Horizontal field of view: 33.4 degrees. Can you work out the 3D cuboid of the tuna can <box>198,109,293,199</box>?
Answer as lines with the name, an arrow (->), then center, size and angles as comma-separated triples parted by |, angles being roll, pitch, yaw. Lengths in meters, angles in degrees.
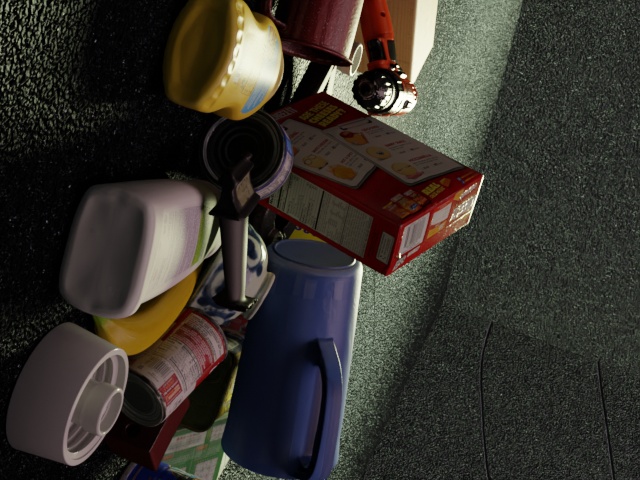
tuna can -> -0.070, -0.081, 0.997 | 0.033, 0.086, 0.086 | 46, 64, -74

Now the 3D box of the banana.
banana -> -0.152, 0.058, 0.970 | 0.197, 0.037, 0.070 | -43, 152, -65

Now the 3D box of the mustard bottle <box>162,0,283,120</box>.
mustard bottle -> -0.074, -0.154, 0.929 | 0.191, 0.058, 0.096 | -6, 114, -76

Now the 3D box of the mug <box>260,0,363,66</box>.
mug -> -0.011, -0.227, 1.052 | 0.117, 0.093, 0.081 | 14, 91, -41

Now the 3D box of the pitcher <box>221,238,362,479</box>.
pitcher -> -0.022, 0.130, 1.155 | 0.144, 0.149, 0.243 | -30, 133, -64

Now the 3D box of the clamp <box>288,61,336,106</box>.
clamp -> -0.023, -0.123, 1.248 | 0.164, 0.036, 0.210 | -28, 140, -74

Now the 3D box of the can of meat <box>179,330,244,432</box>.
can of meat -> -0.124, 0.155, 1.202 | 0.084, 0.057, 0.102 | -20, 128, -76

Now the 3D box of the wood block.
wood block -> 0.094, -0.301, 1.354 | 0.206, 0.091, 0.090 | 89, 25, -60

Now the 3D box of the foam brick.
foam brick -> -0.169, 0.175, 1.043 | 0.051, 0.053, 0.078 | 89, 23, -59

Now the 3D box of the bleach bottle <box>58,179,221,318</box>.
bleach bottle -> -0.132, -0.001, 0.908 | 0.250, 0.068, 0.102 | -18, 124, -77

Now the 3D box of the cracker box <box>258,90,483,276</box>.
cracker box -> 0.032, -0.062, 1.092 | 0.163, 0.214, 0.072 | -31, 142, -47

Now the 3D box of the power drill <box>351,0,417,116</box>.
power drill -> 0.056, -0.229, 1.187 | 0.184, 0.057, 0.187 | -17, 96, -76

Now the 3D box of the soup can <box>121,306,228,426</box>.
soup can -> -0.143, 0.117, 1.002 | 0.102, 0.068, 0.068 | -45, 154, -44

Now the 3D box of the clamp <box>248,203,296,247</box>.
clamp -> -0.058, 0.001, 1.186 | 0.171, 0.039, 0.120 | -61, 156, 0
